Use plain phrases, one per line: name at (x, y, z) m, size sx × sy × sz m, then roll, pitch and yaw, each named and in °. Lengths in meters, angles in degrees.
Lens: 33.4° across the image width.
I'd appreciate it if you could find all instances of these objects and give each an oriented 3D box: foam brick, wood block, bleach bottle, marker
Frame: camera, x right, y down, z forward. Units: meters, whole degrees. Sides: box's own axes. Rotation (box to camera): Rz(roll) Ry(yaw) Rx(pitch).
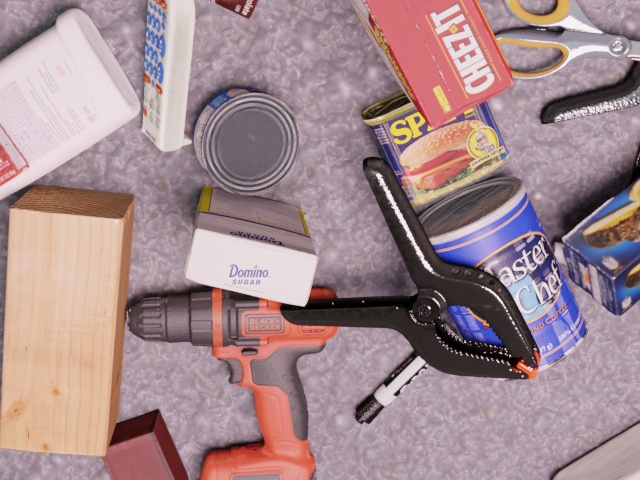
foam brick at (-0.156, 0.201, 0.956) m, size 0.051 × 0.053 × 0.078 m, roll -20°, pitch 104°, yaw 3°
wood block at (-0.212, 0.066, 0.898) m, size 0.090 × 0.091 × 0.206 m, roll 6°, pitch 104°, yaw -4°
bleach bottle at (-0.278, -0.083, 0.871) m, size 0.251 × 0.068 × 0.102 m, roll -29°, pitch 103°, yaw 8°
marker at (0.076, 0.122, 0.961) m, size 0.020 × 0.020 × 0.121 m, roll 43°, pitch 99°, yaw -12°

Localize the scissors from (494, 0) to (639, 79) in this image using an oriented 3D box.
scissors at (0.234, -0.177, 0.872) m, size 0.202 × 0.016 × 0.096 m, roll -4°, pitch 99°, yaw 10°

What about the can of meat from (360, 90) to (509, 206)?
can of meat at (0.097, -0.087, 0.888) m, size 0.102 × 0.057 × 0.084 m, roll -25°, pitch 107°, yaw 5°

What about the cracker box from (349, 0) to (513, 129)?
cracker box at (0.060, -0.183, 0.778) m, size 0.072 × 0.213 × 0.164 m, roll -29°, pitch 104°, yaw 6°

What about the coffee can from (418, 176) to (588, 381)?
coffee can at (0.150, 0.032, 0.897) m, size 0.103 × 0.103 × 0.140 m, roll -26°, pitch 105°, yaw 4°

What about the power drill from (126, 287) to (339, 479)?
power drill at (-0.074, 0.131, 0.938) m, size 0.184 × 0.057 × 0.188 m, roll -1°, pitch 105°, yaw -2°

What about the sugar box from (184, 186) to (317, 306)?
sugar box at (-0.056, 0.001, 0.842) m, size 0.093 × 0.176 × 0.048 m, roll 13°, pitch 104°, yaw -6°

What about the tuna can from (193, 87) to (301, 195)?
tuna can at (-0.061, -0.082, 0.881) m, size 0.086 × 0.034 × 0.086 m, roll -7°, pitch 110°, yaw -20°

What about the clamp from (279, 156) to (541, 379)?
clamp at (0.077, 0.053, 0.853) m, size 0.210 × 0.036 × 0.165 m, roll 37°, pitch 119°, yaw 0°
